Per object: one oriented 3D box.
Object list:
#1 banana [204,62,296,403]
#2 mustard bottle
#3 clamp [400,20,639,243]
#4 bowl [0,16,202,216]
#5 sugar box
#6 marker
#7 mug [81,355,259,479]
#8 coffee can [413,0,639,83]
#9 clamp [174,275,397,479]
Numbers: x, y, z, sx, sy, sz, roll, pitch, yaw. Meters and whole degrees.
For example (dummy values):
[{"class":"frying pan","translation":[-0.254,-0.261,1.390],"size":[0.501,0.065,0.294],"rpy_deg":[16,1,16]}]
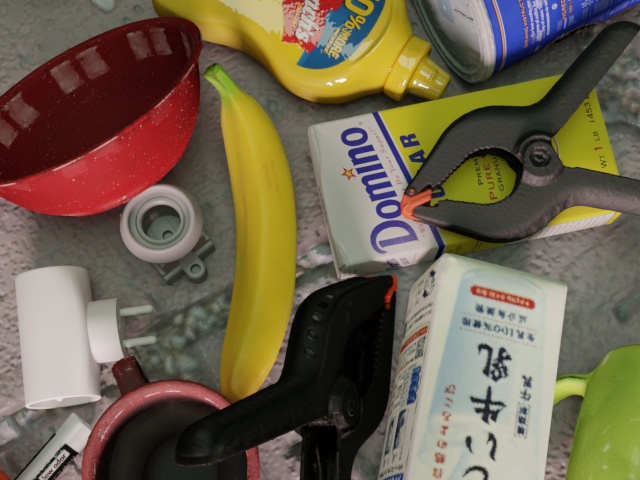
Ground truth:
[{"class":"banana","translation":[-0.042,-0.002,0.635],"size":[0.037,0.069,0.198],"rpy_deg":[-13,79,41]},{"class":"mustard bottle","translation":[-0.005,-0.141,0.671],"size":[0.191,0.058,0.096],"rpy_deg":[31,78,7]},{"class":"clamp","translation":[0.126,-0.056,0.611],"size":[0.171,0.039,0.120],"rpy_deg":[-10,77,-1]},{"class":"bowl","translation":[-0.130,-0.064,0.628],"size":[0.162,0.055,0.162],"rpy_deg":[-19,34,13]},{"class":"sugar box","translation":[0.087,-0.040,0.652],"size":[0.176,0.048,0.093],"rpy_deg":[-12,77,-4]},{"class":"marker","translation":[-0.178,0.152,0.617],"size":[0.020,0.020,0.121],"rpy_deg":[40,79,9]},{"class":"mug","translation":[-0.084,0.118,0.593],"size":[0.093,0.081,0.117],"rpy_deg":[-31,78,-8]},{"class":"coffee can","translation":[0.135,-0.172,0.656],"size":[0.140,0.103,0.103],"rpy_deg":[-27,77,-7]},{"class":"clamp","translation":[0.003,0.102,0.581],"size":[0.036,0.164,0.209],"rpy_deg":[-3,32,28]}]
